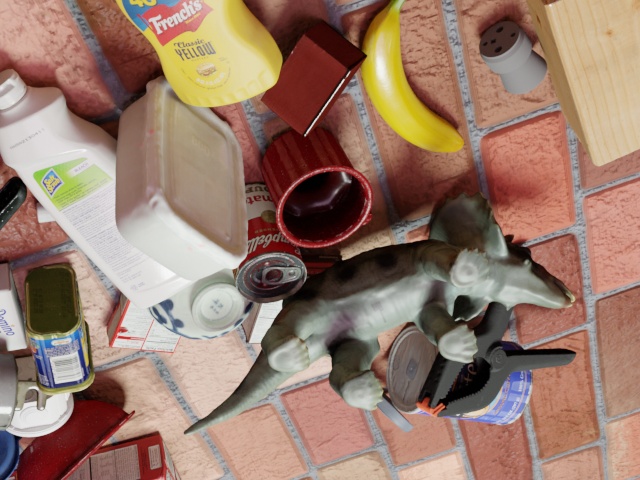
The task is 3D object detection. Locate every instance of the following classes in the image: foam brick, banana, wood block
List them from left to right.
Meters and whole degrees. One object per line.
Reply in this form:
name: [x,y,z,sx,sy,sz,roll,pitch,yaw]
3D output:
foam brick: [-0.006,-0.141,0.927,0.051,0.053,0.078,37,121,1]
banana: [0.080,-0.138,0.980,0.069,0.037,0.197,-22,136,6]
wood block: [0.250,-0.176,0.956,0.090,0.091,0.206,-25,136,8]

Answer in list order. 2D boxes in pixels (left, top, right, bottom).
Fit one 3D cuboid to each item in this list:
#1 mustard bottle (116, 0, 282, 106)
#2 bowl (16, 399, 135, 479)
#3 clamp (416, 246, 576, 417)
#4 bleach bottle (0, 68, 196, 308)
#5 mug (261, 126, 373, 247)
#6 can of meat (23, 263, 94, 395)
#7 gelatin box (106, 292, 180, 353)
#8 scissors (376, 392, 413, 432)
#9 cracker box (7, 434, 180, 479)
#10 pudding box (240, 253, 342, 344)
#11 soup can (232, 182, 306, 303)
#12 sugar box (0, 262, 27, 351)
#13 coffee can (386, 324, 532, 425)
mustard bottle: [-0.110,-0.192,0.848,0.096,0.058,0.191,-7,140,24]
bowl: [-0.283,0.229,1.186,0.055,0.162,0.162,46,115,0]
clamp: [0.188,0.116,1.188,0.209,0.036,0.164,-31,112,-22]
bleach bottle: [-0.198,-0.052,0.947,0.102,0.068,0.250,-31,124,7]
mug: [0.001,-0.050,1.007,0.117,0.081,0.093,22,117,-35]
can of meat: [-0.260,0.086,1.055,0.057,0.102,0.084,-8,134,-11]
gelatin box: [-0.178,0.078,1.123,0.073,0.030,0.089,7,131,-26]
scissors: [0.048,0.167,1.246,0.016,0.096,0.201,-46,136,0]
cracker box: [-0.277,0.336,1.322,0.213,0.072,0.164,-14,136,-2]
pudding box: [-0.029,0.063,1.149,0.090,0.039,0.114,3,131,-21]
soup can: [-0.057,0.001,1.031,0.068,0.102,0.068,-9,136,-9]
sugar box: [-0.385,0.078,1.048,0.176,0.048,0.093,-10,138,-12]
coffee can: [0.163,0.160,1.259,0.140,0.103,0.103,12,129,-27]
